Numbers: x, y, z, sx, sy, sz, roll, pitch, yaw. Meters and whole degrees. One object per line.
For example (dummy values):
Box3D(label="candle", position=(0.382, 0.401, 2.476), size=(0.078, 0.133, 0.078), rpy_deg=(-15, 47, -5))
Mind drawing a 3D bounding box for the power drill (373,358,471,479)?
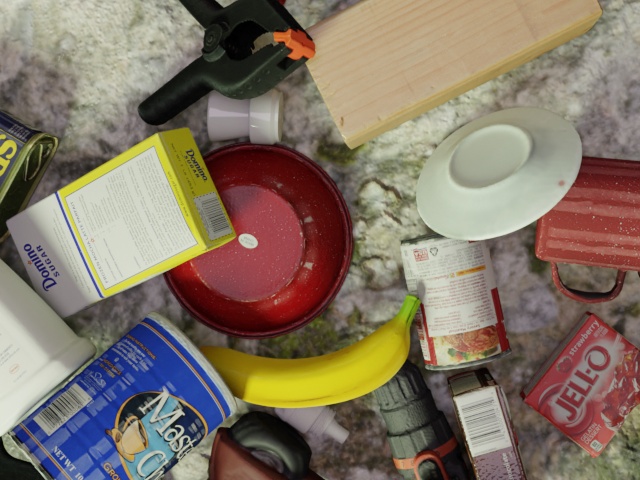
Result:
Box3D(label="power drill", position=(0.084, 0.183, 0.772), size=(0.057, 0.187, 0.184), rpy_deg=(-24, 94, 7))

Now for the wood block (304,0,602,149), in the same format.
Box3D(label="wood block", position=(0.093, -0.156, 0.807), size=(0.206, 0.090, 0.091), rpy_deg=(-26, 89, 5))

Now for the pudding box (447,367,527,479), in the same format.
Box3D(label="pudding box", position=(0.131, 0.160, 0.816), size=(0.039, 0.090, 0.113), rpy_deg=(-15, 91, 3))

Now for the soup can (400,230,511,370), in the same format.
Box3D(label="soup can", position=(0.104, 0.043, 0.825), size=(0.068, 0.068, 0.102), rpy_deg=(-12, 91, 5))

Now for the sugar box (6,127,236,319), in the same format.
Box3D(label="sugar box", position=(-0.156, -0.009, 0.821), size=(0.177, 0.048, 0.093), rpy_deg=(-24, 89, 34))

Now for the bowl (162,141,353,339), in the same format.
Box3D(label="bowl", position=(-0.056, 0.001, 0.842), size=(0.162, 0.055, 0.162), rpy_deg=(0, 92, 4))

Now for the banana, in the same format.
Box3D(label="banana", position=(-0.011, 0.097, 0.824), size=(0.198, 0.037, 0.069), rpy_deg=(-14, 48, 20))

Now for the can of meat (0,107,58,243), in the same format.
Box3D(label="can of meat", position=(-0.274, -0.061, 0.856), size=(0.084, 0.057, 0.102), rpy_deg=(30, 94, 5))

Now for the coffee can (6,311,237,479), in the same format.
Box3D(label="coffee can", position=(-0.148, 0.137, 0.807), size=(0.140, 0.103, 0.103), rpy_deg=(-41, 89, -19))

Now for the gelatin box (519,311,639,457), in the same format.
Box3D(label="gelatin box", position=(0.212, 0.112, 0.837), size=(0.073, 0.030, 0.089), rpy_deg=(38, 94, 2))

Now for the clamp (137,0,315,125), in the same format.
Box3D(label="clamp", position=(-0.072, -0.154, 0.803), size=(0.172, 0.039, 0.120), rpy_deg=(-4, 80, 40))

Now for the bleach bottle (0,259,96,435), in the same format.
Box3D(label="bleach bottle", position=(-0.292, 0.026, 0.820), size=(0.103, 0.068, 0.251), rpy_deg=(-41, 91, 14))

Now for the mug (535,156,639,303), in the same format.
Box3D(label="mug", position=(0.206, -0.010, 0.807), size=(0.081, 0.093, 0.117), rpy_deg=(6, 104, 9))
